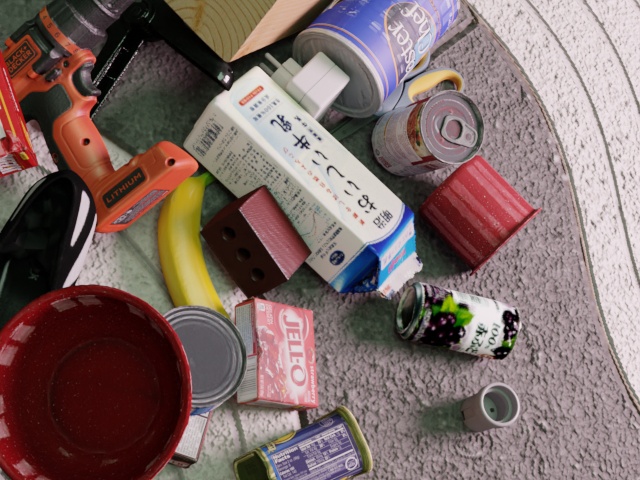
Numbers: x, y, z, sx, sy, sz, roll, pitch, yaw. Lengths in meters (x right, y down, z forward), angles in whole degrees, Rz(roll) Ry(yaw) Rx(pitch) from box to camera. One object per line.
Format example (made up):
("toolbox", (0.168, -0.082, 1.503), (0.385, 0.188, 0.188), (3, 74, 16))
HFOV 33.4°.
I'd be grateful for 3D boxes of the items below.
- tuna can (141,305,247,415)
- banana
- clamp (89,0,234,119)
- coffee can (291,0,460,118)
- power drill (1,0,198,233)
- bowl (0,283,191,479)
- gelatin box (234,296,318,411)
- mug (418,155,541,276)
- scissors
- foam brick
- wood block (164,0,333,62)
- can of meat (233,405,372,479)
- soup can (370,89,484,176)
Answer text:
("tuna can", (-0.105, 0.098, 0.867), (0.086, 0.034, 0.086), (9, 65, -19))
("banana", (-0.105, 0.024, 0.935), (0.069, 0.037, 0.198), (-4, 72, -20))
("clamp", (-0.150, -0.196, 0.969), (0.165, 0.036, 0.210), (-8, 61, 18))
("coffee can", (0.054, -0.201, 1.026), (0.103, 0.103, 0.140), (41, 65, -1))
("power drill", (-0.186, -0.115, 0.898), (0.185, 0.057, 0.188), (-39, 80, 16))
("bowl", (-0.171, 0.116, 0.804), (0.162, 0.055, 0.162), (-1, 81, 5))
("gelatin box", (-0.038, 0.098, 0.918), (0.073, 0.030, 0.089), (17, 63, -45))
("mug", (0.153, -0.030, 1.024), (0.081, 0.093, 0.117), (46, 32, 7))
("scissors", (0.053, -0.149, 1.067), (0.201, 0.016, 0.096), (-18, 75, -24))
("foam brick", (-0.056, 0.001, 0.935), (0.078, 0.053, 0.051), (55, 38, -9))
("wood block", (-0.047, -0.242, 0.971), (0.090, 0.091, 0.205), (45, 30, 1))
("can of meat", (-0.017, 0.183, 0.871), (0.083, 0.102, 0.057), (-21, 79, -23))
("soup can", (0.099, -0.099, 1.008), (0.068, 0.102, 0.068), (2, 86, -24))
